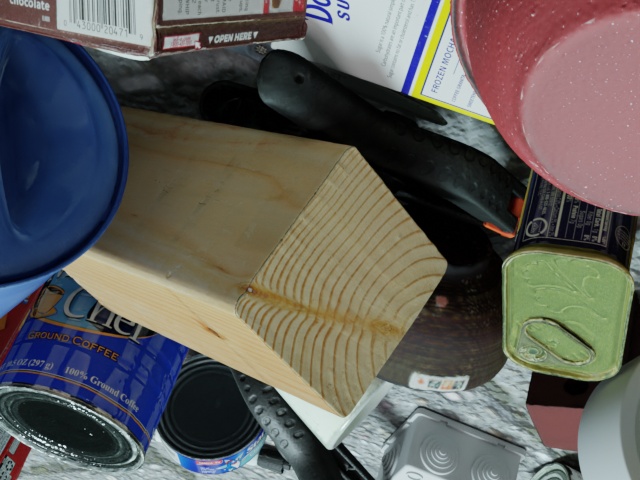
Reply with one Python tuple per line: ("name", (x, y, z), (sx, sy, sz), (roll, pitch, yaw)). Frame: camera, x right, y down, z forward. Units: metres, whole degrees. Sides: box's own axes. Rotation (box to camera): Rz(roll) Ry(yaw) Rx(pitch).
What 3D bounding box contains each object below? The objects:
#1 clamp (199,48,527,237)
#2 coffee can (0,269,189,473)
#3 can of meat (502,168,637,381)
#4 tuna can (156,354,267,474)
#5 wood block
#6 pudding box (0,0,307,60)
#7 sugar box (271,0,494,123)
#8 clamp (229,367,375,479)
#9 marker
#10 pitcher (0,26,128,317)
("clamp", (0.028, -0.045, 0.506), (0.171, 0.039, 0.120), (19, 180, -10))
("coffee can", (-0.133, 0.059, 0.670), (0.103, 0.140, 0.103), (14, 146, 9))
("can of meat", (0.124, 0.005, 0.515), (0.057, 0.084, 0.102), (8, 144, 16))
("tuna can", (-0.080, 0.128, 0.790), (0.086, 0.086, 0.034), (13, 147, 10))
("wood block", (-0.054, 0.001, 0.531), (0.206, 0.090, 0.090), (16, 155, 48))
("pudding box", (-0.074, -0.100, 0.412), (0.114, 0.089, 0.039), (19, 114, 32))
("sugar box", (0.072, -0.094, 0.439), (0.176, 0.048, 0.093), (22, 146, 3))
("clamp", (-0.008, 0.134, 0.732), (0.210, 0.036, 0.164), (57, -174, 9))
("marker", (-0.083, 0.179, 0.922), (0.121, 0.020, 0.020), (12, 146, 10))
("pitcher", (-0.191, -0.014, 0.510), (0.243, 0.149, 0.145), (-33, 78, 53))
